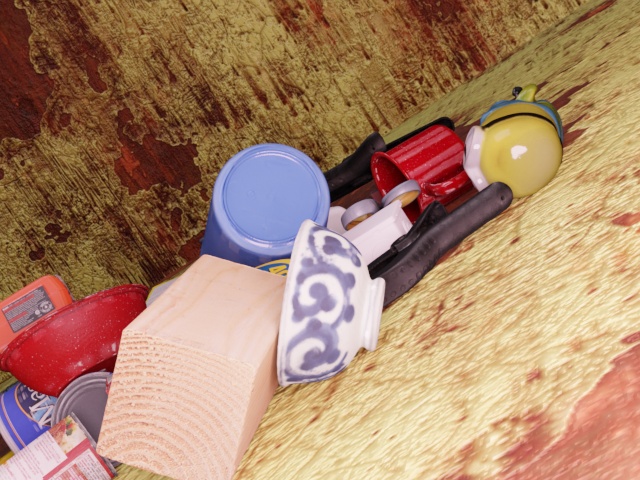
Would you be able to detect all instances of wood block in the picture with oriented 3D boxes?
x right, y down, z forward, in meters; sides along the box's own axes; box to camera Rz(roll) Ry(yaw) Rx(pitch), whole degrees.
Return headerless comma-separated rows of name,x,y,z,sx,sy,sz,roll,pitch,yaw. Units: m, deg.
wood block,-0.078,0.085,0.765,0.206,0.090,0.091,-57,-18,-76

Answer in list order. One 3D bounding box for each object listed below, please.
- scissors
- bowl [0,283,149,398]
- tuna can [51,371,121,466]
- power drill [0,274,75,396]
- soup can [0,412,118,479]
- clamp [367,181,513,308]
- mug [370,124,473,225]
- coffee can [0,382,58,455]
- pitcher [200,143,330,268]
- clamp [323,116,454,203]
scissors,0.076,-0.030,1.139,0.096,0.016,0.201,-30,-11,15
bowl,-0.227,0.107,1.035,0.162,0.055,0.162,-30,-13,-8
tuna can,-0.202,0.164,0.978,0.086,0.086,0.034,-35,4,-8
power drill,-0.316,0.127,1.195,0.184,0.057,0.187,-34,-26,-11
soup can,-0.234,0.205,0.911,0.102,0.068,0.069,-37,6,-17
clamp,0.087,0.007,0.902,0.171,0.039,0.120,-45,6,-31
mug,0.119,-0.072,1.148,0.081,0.093,0.117,-31,19,-17
coffee can,-0.265,0.174,1.150,0.140,0.103,0.103,-34,6,-3
pitcher,-0.057,0.001,1.070,0.145,0.149,0.243,-29,-10,-12
clamp,0.044,-0.086,1.273,0.210,0.036,0.164,-30,-8,32
